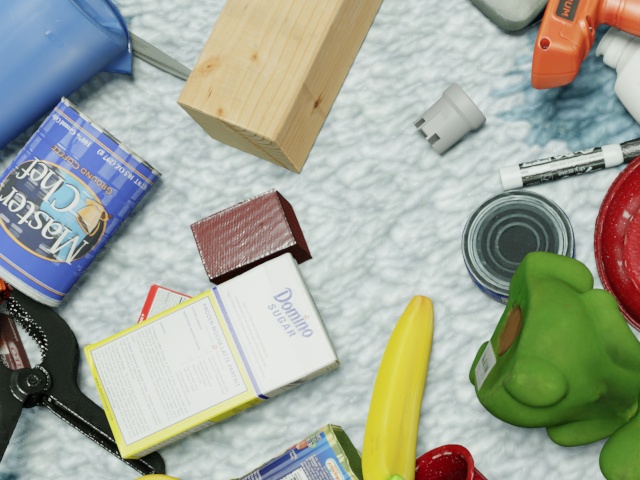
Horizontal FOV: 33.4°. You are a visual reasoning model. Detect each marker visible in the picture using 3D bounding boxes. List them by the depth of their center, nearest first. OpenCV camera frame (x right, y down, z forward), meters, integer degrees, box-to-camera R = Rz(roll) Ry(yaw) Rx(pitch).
[{"bbox_3d":[0.199,-0.060,0.824,0.121,0.020,0.020,-12,74,11],"label":"marker"}]

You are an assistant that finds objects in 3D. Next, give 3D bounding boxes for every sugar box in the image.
[{"bbox_3d":[-0.082,0.089,0.812,0.176,0.048,0.093,-24,76,0],"label":"sugar box"}]

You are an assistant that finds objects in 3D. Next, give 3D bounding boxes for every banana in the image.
[{"bbox_3d":[0.059,0.124,0.769,0.037,0.197,0.070,26,127,-11],"label":"banana"}]

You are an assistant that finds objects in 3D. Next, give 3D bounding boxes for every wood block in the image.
[{"bbox_3d":[-0.021,-0.173,0.866,0.090,0.090,0.206,23,83,17],"label":"wood block"}]

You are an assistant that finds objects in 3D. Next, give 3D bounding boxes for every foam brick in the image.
[{"bbox_3d":[-0.056,0.001,0.853,0.078,0.053,0.051,-23,73,8],"label":"foam brick"}]

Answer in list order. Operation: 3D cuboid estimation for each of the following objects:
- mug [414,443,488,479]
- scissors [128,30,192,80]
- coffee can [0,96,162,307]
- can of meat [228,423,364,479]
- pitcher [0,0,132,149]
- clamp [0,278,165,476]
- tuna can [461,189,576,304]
[{"bbox_3d":[0.097,0.196,0.746,0.093,0.117,0.081,-38,107,24],"label":"mug"},{"bbox_3d":[-0.186,-0.207,0.953,0.202,0.016,0.096,16,81,16],"label":"scissors"},{"bbox_3d":[-0.213,-0.031,0.872,0.103,0.102,0.140,37,87,18],"label":"coffee can"},{"bbox_3d":[-0.011,0.177,0.775,0.084,0.102,0.057,-31,76,2],"label":"can of meat"},{"bbox_3d":[-0.293,-0.148,0.894,0.243,0.144,0.149,-38,72,11],"label":"pitcher"},{"bbox_3d":[-0.218,0.120,0.844,0.164,0.036,0.210,-4,62,-27],"label":"clamp"},{"bbox_3d":[0.150,0.005,0.812,0.086,0.033,0.086,-3,76,13],"label":"tuna can"}]
